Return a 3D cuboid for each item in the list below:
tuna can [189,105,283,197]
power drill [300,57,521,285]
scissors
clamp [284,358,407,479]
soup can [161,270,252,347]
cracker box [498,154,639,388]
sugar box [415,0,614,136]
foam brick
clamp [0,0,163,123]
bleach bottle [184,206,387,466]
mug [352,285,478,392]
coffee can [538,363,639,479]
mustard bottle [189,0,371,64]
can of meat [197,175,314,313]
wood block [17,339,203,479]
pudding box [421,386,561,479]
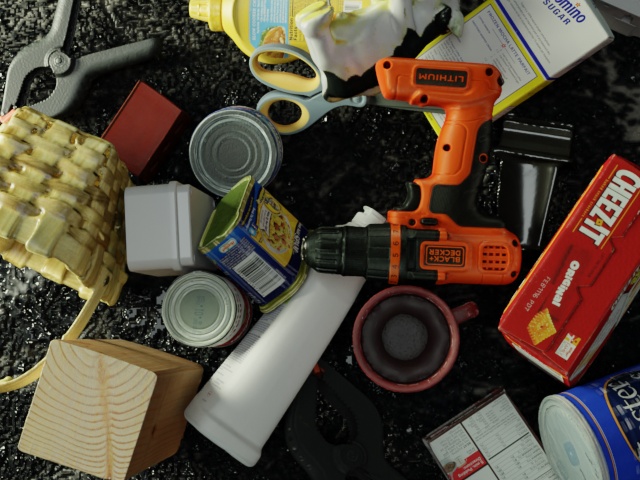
[{"bbox_3d":[-0.080,-0.083,1.003,0.086,0.033,0.086,1,100,6],"label":"tuna can"},{"bbox_3d":[0.079,-0.056,0.894,0.184,0.057,0.188,3,93,-1],"label":"power drill"},{"bbox_3d":[0.023,-0.121,0.995,0.202,0.016,0.096,24,123,4],"label":"scissors"},{"bbox_3d":[0.033,0.202,0.959,0.164,0.036,0.210,-3,62,-24],"label":"clamp"},{"bbox_3d":[-0.102,0.063,0.968,0.068,0.102,0.068,0,85,4],"label":"soup can"},{"bbox_3d":[0.224,0.034,0.890,0.072,0.213,0.164,33,89,18],"label":"cracker box"},{"bbox_3d":[0.166,-0.170,0.966,0.176,0.048,0.093,-33,84,23],"label":"sugar box"},{"bbox_3d":[-0.166,-0.102,1.012,0.051,0.053,0.078,33,89,6],"label":"foam brick"},{"bbox_3d":[-0.236,-0.169,1.030,0.120,0.039,0.171,36,95,11],"label":"clamp"},{"bbox_3d":[-0.019,0.076,0.953,0.068,0.103,0.250,39,80,-14],"label":"bleach bottle"},{"bbox_3d":[0.087,0.083,0.963,0.117,0.081,0.093,-27,84,2],"label":"mug"},{"bbox_3d":[0.274,0.160,0.915,0.140,0.103,0.103,-18,84,-13],"label":"coffee can"},{"bbox_3d":[-0.028,-0.214,1.006,0.191,0.058,0.096,4,108,5],"label":"mustard bottle"},{"bbox_3d":[-0.056,0.001,0.957,0.058,0.102,0.084,-37,111,27],"label":"can of meat"},{"bbox_3d":[-0.171,0.139,0.914,0.090,0.206,0.091,17,86,5],"label":"wood block"},{"bbox_3d":[0.160,0.204,0.970,0.090,0.039,0.113,-33,86,-1],"label":"pudding box"}]
